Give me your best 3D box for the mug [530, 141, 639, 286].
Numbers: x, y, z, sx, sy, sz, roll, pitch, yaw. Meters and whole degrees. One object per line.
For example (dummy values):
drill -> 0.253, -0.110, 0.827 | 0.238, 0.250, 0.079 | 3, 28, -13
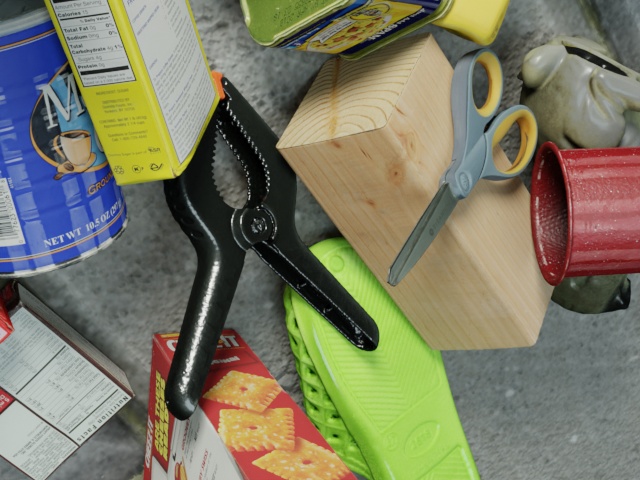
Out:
mug -> 0.186, -0.015, 0.697 | 0.081, 0.117, 0.093 | -3, 71, -3

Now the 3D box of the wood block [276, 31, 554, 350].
wood block -> 0.074, -0.024, 0.720 | 0.206, 0.090, 0.090 | 51, 50, -31

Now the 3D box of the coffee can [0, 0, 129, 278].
coffee can -> -0.173, -0.064, 0.602 | 0.102, 0.103, 0.140 | -18, 118, -17

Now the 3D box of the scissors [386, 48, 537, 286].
scissors -> 0.080, -0.055, 0.648 | 0.201, 0.016, 0.096 | -33, 108, -47

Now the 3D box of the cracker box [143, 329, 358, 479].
cracker box -> -0.053, 0.176, 0.696 | 0.072, 0.214, 0.164 | -3, 113, -25

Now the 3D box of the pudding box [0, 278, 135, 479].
pudding box -> -0.192, 0.094, 0.701 | 0.090, 0.039, 0.113 | -43, 124, -3

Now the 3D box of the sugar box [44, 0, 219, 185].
sugar box -> -0.107, -0.127, 0.570 | 0.048, 0.093, 0.176 | -7, 125, 16

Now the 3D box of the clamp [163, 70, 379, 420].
clamp -> -0.054, 0.001, 0.671 | 0.164, 0.036, 0.210 | -24, 97, -38

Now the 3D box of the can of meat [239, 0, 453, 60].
can of meat -> 0.014, -0.149, 0.637 | 0.083, 0.102, 0.057 | -6, 80, -46
